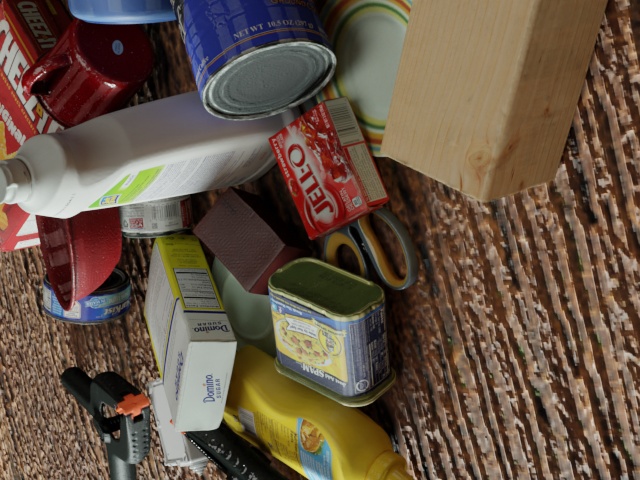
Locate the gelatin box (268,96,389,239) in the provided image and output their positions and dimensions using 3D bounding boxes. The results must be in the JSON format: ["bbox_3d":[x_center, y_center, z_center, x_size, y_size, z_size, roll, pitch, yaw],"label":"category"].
[{"bbox_3d":[0.005,-0.054,0.812,0.073,0.030,0.089,-28,81,48],"label":"gelatin box"}]

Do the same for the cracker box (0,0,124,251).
[{"bbox_3d":[-0.298,-0.114,1.080,0.214,0.071,0.164,-46,71,40],"label":"cracker box"}]

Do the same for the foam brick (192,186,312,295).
[{"bbox_3d":[-0.056,0.001,0.886,0.053,0.051,0.078,-49,65,12],"label":"foam brick"}]

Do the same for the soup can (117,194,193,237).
[{"bbox_3d":[-0.152,-0.059,0.960,0.069,0.068,0.102,6,106,42],"label":"soup can"}]

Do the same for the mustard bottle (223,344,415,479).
[{"bbox_3d":[0.001,0.162,0.880,0.192,0.058,0.096,25,137,36],"label":"mustard bottle"}]

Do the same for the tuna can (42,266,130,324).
[{"bbox_3d":[-0.230,0.051,1.053,0.086,0.085,0.034,21,114,38],"label":"tuna can"}]

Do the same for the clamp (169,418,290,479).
[{"bbox_3d":[-0.055,0.198,0.904,0.171,0.039,0.120,39,155,3],"label":"clamp"}]

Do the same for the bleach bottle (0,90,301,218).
[{"bbox_3d":[-0.133,-0.068,0.810,0.103,0.250,0.068,-44,71,41],"label":"bleach bottle"}]

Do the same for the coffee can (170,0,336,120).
[{"bbox_3d":[-0.058,-0.176,0.794,0.103,0.102,0.140,-38,63,43],"label":"coffee can"}]

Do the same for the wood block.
[{"bbox_3d":[0.117,-0.141,0.666,0.091,0.090,0.206,30,121,35],"label":"wood block"}]

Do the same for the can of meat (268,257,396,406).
[{"bbox_3d":[0.007,0.070,0.839,0.102,0.057,0.084,21,130,38],"label":"can of meat"}]

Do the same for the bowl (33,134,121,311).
[{"bbox_3d":[-0.220,-0.019,0.970,0.162,0.055,0.162,169,90,-67],"label":"bowl"}]

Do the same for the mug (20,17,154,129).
[{"bbox_3d":[-0.210,-0.152,0.949,0.082,0.117,0.093,-35,74,47],"label":"mug"}]

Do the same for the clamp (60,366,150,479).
[{"bbox_3d":[-0.204,0.193,1.073,0.210,0.036,0.164,-29,84,62],"label":"clamp"}]

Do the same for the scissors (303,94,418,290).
[{"bbox_3d":[0.008,-0.039,0.850,0.202,0.016,0.096,57,133,16],"label":"scissors"}]

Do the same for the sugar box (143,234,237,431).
[{"bbox_3d":[-0.116,0.075,0.926,0.176,0.048,0.093,-122,39,-54],"label":"sugar box"}]
